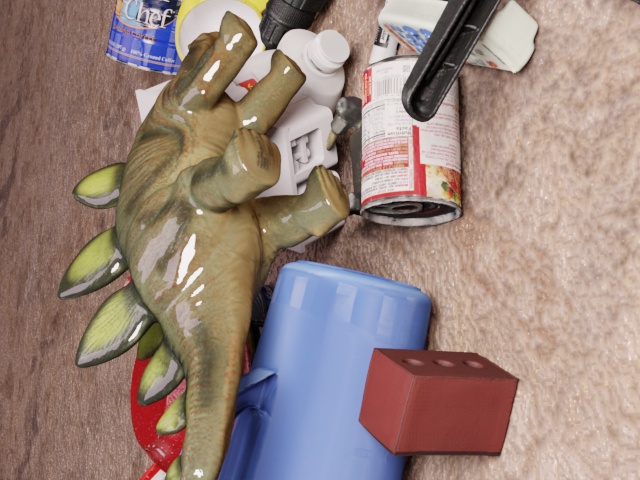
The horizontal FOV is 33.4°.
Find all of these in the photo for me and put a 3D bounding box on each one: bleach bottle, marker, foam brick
[{"bbox_3d":[-0.053,-0.124,0.949,0.102,0.068,0.251,60,146,2],"label":"bleach bottle"},{"bbox_3d":[0.061,-0.191,0.809,0.020,0.020,0.121,39,118,60],"label":"marker"},{"bbox_3d":[0.071,0.099,0.656,0.053,0.078,0.051,32,114,61],"label":"foam brick"}]

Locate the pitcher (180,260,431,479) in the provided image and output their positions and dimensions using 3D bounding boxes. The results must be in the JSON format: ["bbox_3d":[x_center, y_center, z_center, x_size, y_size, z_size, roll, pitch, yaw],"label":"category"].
[{"bbox_3d":[-0.010,0.139,0.717,0.149,0.145,0.243,41,-118,-81],"label":"pitcher"}]

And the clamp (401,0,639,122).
[{"bbox_3d":[0.111,-0.172,0.636,0.165,0.036,0.210,-27,48,29],"label":"clamp"}]

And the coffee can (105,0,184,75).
[{"bbox_3d":[-0.180,-0.268,1.212,0.103,0.102,0.140,44,123,58],"label":"coffee can"}]

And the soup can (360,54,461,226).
[{"bbox_3d":[0.061,-0.067,0.726,0.069,0.068,0.102,-23,63,60],"label":"soup can"}]

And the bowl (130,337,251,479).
[{"bbox_3d":[-0.111,0.120,0.847,0.162,0.055,0.162,-21,66,60],"label":"bowl"}]
